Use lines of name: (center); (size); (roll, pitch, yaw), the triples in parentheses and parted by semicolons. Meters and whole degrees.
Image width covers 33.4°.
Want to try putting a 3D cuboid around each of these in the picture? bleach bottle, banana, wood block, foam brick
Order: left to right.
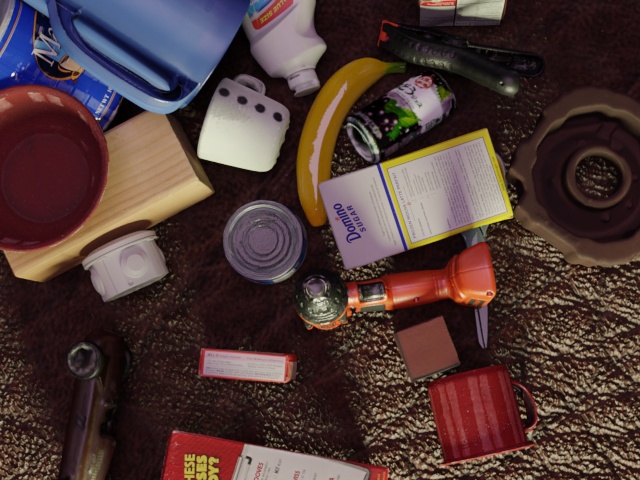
wood block: (-0.225, -0.045, 1.092); (0.206, 0.091, 0.090); (-28, 82, 2)
bleach bottle: (-0.047, -0.274, 1.113); (0.103, 0.068, 0.251); (-21, 84, 11)
banana: (0.016, -0.114, 1.103); (0.069, 0.037, 0.198); (28, 87, 8)
foam brick: (0.104, 0.106, 1.051); (0.051, 0.078, 0.053); (-21, 85, 2)

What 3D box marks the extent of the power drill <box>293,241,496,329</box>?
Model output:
power drill: (0.067, 0.044, 1.010); (0.187, 0.184, 0.057); (-8, 82, 2)

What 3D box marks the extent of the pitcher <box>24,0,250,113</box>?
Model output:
pitcher: (-0.201, -0.236, 1.026); (0.242, 0.149, 0.145); (30, 97, -17)

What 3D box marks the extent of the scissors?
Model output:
scissors: (0.141, 0.003, 1.089); (0.096, 0.016, 0.202); (11, 85, 6)

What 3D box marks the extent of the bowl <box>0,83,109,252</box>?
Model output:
bowl: (-0.274, -0.065, 1.025); (0.162, 0.055, 0.162); (-1, 82, 6)

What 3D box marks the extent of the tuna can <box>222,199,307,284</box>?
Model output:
tuna can: (-0.057, 0.001, 1.099); (0.086, 0.033, 0.086); (-1, 84, 5)

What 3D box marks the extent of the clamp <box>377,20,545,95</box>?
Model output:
clamp: (0.136, -0.183, 1.066); (0.171, 0.120, 0.039); (14, 108, 11)

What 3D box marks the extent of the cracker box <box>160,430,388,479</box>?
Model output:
cracker box: (-0.053, 0.280, 1.014); (0.213, 0.072, 0.164); (11, 73, -8)

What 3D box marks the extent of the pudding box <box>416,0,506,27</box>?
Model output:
pudding box: (0.142, -0.250, 1.068); (0.090, 0.113, 0.039); (-1, 81, 5)

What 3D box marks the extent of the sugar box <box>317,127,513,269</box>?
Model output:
sugar box: (0.094, -0.040, 1.063); (0.176, 0.048, 0.093); (-18, 89, 4)

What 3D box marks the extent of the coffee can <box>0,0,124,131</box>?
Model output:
coffee can: (-0.277, -0.171, 1.072); (0.140, 0.103, 0.103); (29, 86, -32)

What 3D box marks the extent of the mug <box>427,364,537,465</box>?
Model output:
mug: (0.162, 0.167, 1.040); (0.117, 0.093, 0.081); (-7, 77, -26)

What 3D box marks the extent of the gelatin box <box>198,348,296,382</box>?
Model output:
gelatin box: (-0.072, 0.126, 1.067); (0.089, 0.073, 0.030); (3, 84, 6)
